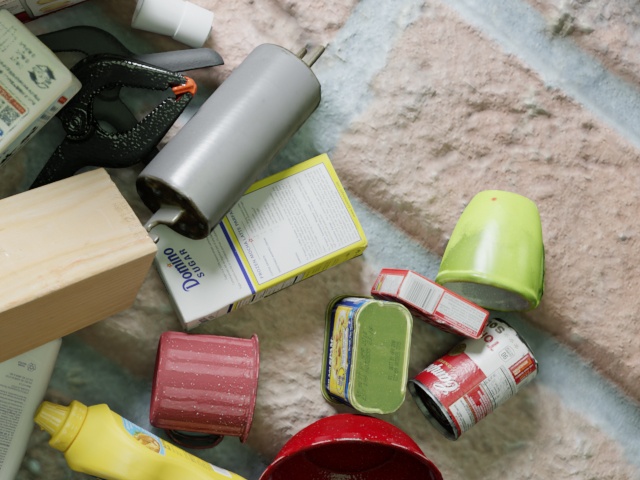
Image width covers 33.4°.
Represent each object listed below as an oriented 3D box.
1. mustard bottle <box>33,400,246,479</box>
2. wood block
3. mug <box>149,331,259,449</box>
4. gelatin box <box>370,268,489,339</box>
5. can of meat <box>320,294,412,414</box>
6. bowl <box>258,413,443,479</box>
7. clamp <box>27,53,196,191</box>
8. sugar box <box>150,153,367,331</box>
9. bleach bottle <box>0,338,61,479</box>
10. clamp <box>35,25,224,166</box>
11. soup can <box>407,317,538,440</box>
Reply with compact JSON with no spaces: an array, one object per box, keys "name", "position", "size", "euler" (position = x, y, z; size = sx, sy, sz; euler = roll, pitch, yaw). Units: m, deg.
[{"name":"mustard bottle","position":[-0.147,0.184,0.877],"size":[0.191,0.096,0.058],"euler":[33,82,-17]},{"name":"wood block","position":[-0.240,0.030,0.804],"size":[0.205,0.091,0.090],"euler":[-24,69,-37]},{"name":"mug","position":[-0.102,0.131,0.909],"size":[0.081,0.093,0.117],"euler":[8,124,-10]},{"name":"gelatin box","position":[0.098,0.057,0.963],"size":[0.089,0.073,0.030],"euler":[28,83,-14]},{"name":"can of meat","position":[0.040,0.100,0.942],"size":[0.057,0.084,0.102],"euler":[6,88,-15]},{"name":"bowl","position":[0.026,0.199,0.926],"size":[0.162,0.162,0.055],"euler":[16,42,-14]},{"name":"clamp","position":[-0.201,-0.087,0.878],"size":[0.210,0.036,0.164],"euler":[-11,102,-1]},{"name":"sugar box","position":[-0.056,0.001,0.929],"size":[0.176,0.048,0.093],"euler":[-23,79,-12]},{"name":"bleach bottle","position":[-0.297,0.180,0.862],"size":[0.102,0.068,0.251],"euler":[21,86,-14]},{"name":"clamp","position":[-0.170,-0.140,0.910],"size":[0.171,0.039,0.120],"euler":[31,84,-13]},{"name":"soup can","position":[0.140,0.126,0.977],"size":[0.102,0.069,0.068],"euler":[-35,98,-13]}]
